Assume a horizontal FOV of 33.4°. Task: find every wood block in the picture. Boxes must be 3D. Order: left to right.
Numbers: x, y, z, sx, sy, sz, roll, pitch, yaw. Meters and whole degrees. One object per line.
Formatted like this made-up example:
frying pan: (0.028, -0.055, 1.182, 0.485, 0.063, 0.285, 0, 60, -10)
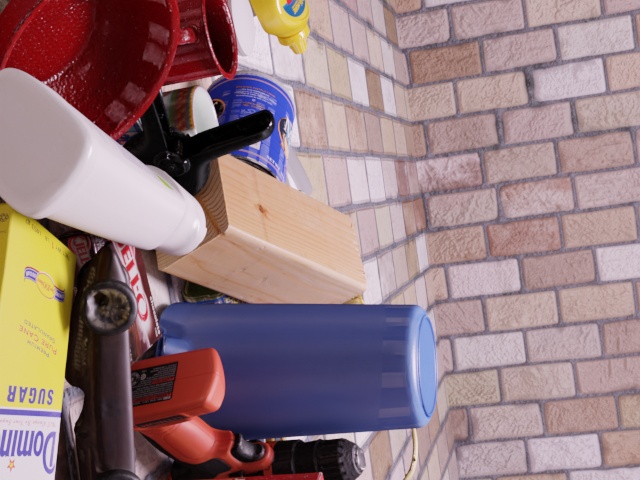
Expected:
wood block: (-0.056, 0.001, 1.027, 0.205, 0.090, 0.091, 26, 43, -47)

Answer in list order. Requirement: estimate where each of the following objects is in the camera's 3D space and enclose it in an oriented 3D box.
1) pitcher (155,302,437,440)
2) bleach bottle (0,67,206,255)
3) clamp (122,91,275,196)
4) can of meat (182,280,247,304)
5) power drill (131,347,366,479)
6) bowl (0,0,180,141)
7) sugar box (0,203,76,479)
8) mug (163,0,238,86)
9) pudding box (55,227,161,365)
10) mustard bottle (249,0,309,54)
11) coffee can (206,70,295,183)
pitcher: (-0.019, 0.120, 0.971, 0.149, 0.243, 0.145, -55, 139, -65)
bleach bottle: (-0.141, -0.033, 0.752, 0.103, 0.068, 0.250, 43, 3, 24)
clamp: (-0.113, -0.076, 0.904, 0.172, 0.120, 0.039, 123, -17, -54)
can of meat: (-0.097, 0.057, 1.090, 0.102, 0.057, 0.084, -82, 157, -52)
power drill: (-0.075, 0.163, 0.883, 0.187, 0.185, 0.057, 56, 27, -42)
bowl: (-0.176, -0.133, 0.747, 0.162, 0.055, 0.162, -40, 154, -24)
sugar box: (-0.197, 0.075, 0.669, 0.093, 0.048, 0.176, 57, 27, -63)
mug: (-0.134, -0.189, 1.005, 0.117, 0.081, 0.093, -54, 134, -71)
pudding box: (-0.166, 0.039, 0.838, 0.090, 0.039, 0.113, -51, 132, -73)
mustard bottle: (-0.058, -0.305, 1.272, 0.096, 0.058, 0.191, -79, 152, -47)
coffee can: (-0.083, -0.097, 1.131, 0.140, 0.103, 0.103, -84, 162, -44)
